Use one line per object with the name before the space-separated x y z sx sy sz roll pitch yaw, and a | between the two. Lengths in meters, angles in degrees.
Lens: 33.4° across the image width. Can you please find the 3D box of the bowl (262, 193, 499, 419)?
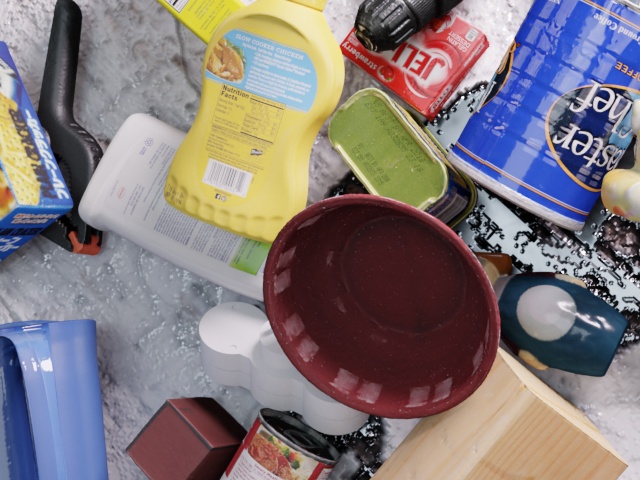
bowl | 0.045 0.035 0.702 0.162 0.055 0.162 11 119 21

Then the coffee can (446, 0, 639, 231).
coffee can | 0.161 -0.091 0.704 0.103 0.102 0.140 33 103 19

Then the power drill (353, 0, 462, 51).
power drill | 0.049 -0.243 0.775 0.184 0.057 0.188 -42 73 -12

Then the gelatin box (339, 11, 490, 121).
gelatin box | 0.069 -0.143 0.790 0.089 0.030 0.073 40 98 19

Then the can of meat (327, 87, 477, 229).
can of meat | 0.057 -0.054 0.756 0.057 0.083 0.102 -41 73 11

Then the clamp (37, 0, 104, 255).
clamp | -0.225 -0.087 0.882 0.165 0.036 0.210 -39 72 16

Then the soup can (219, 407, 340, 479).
soup can | -0.040 0.182 0.772 0.068 0.068 0.102 32 96 19

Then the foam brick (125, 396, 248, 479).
foam brick | -0.095 0.152 0.790 0.053 0.078 0.051 42 98 21

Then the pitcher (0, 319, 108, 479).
pitcher | -0.217 0.181 0.797 0.145 0.149 0.243 -12 83 18

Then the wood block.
wood block | 0.088 0.182 0.699 0.090 0.090 0.206 37 98 -17

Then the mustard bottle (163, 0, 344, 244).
mustard bottle | -0.036 -0.101 0.726 0.096 0.058 0.192 21 102 15

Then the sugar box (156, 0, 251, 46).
sugar box | -0.096 -0.187 0.820 0.176 0.093 0.048 40 97 20

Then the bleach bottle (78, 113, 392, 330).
bleach bottle | -0.055 0.001 0.802 0.251 0.068 0.102 30 95 17
